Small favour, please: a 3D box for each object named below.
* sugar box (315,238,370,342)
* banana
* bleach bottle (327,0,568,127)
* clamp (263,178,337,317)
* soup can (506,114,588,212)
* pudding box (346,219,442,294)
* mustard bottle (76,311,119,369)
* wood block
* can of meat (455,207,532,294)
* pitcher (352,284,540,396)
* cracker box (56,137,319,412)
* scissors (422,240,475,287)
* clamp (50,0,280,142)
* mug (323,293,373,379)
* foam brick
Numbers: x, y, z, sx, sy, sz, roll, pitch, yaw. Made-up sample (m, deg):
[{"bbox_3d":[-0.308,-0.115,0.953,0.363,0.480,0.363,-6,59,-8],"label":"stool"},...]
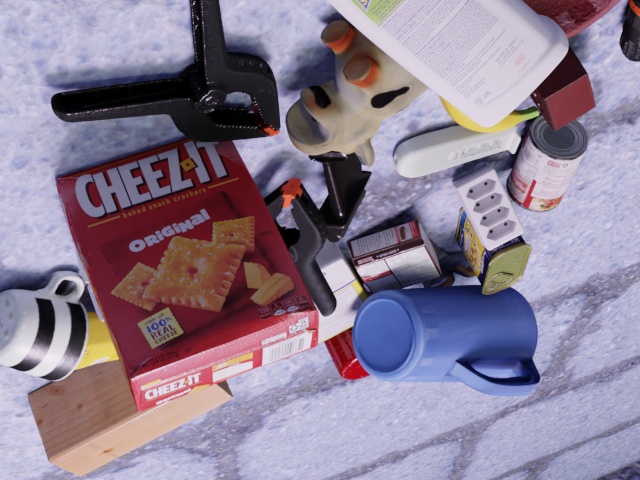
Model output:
[{"bbox_3d":[0.001,0.060,1.272,0.093,0.048,0.176,-28,149,3],"label":"sugar box"},{"bbox_3d":[0.151,-0.148,1.051,0.070,0.037,0.197,-42,149,14],"label":"banana"},{"bbox_3d":[0.067,-0.192,0.794,0.250,0.068,0.103,34,108,-29],"label":"bleach bottle"},{"bbox_3d":[-0.045,0.008,1.086,0.120,0.039,0.171,2,130,7],"label":"clamp"},{"bbox_3d":[0.256,-0.088,1.207,0.068,0.068,0.102,-17,150,-17],"label":"soup can"},{"bbox_3d":[0.090,0.023,1.275,0.090,0.039,0.113,-19,156,9],"label":"pudding box"},{"bbox_3d":[-0.190,0.097,1.152,0.191,0.058,0.096,-6,165,-35],"label":"mustard bottle"},{"bbox_3d":[-0.220,0.183,1.246,0.206,0.090,0.090,-27,153,2],"label":"wood block"},{"bbox_3d":[0.209,0.004,1.308,0.057,0.084,0.102,-21,152,-11],"label":"can of meat"},{"bbox_3d":[0.160,0.123,1.320,0.149,0.145,0.242,-7,173,42],"label":"pitcher"},{"bbox_3d":[-0.116,0.018,0.915,0.164,0.214,0.072,-19,150,-15],"label":"cracker box"},{"bbox_3d":[0.142,0.033,1.374,0.096,0.016,0.201,-41,149,26],"label":"scissors"},{"bbox_3d":[-0.107,-0.122,0.874,0.165,0.036,0.209,-34,152,13],"label":"clamp"},{"bbox_3d":[0.058,0.122,1.385,0.117,0.081,0.093,-25,152,-2],"label":"mug"},{"bbox_3d":[0.243,-0.158,1.091,0.051,0.053,0.078,-30,152,8],"label":"foam brick"}]
